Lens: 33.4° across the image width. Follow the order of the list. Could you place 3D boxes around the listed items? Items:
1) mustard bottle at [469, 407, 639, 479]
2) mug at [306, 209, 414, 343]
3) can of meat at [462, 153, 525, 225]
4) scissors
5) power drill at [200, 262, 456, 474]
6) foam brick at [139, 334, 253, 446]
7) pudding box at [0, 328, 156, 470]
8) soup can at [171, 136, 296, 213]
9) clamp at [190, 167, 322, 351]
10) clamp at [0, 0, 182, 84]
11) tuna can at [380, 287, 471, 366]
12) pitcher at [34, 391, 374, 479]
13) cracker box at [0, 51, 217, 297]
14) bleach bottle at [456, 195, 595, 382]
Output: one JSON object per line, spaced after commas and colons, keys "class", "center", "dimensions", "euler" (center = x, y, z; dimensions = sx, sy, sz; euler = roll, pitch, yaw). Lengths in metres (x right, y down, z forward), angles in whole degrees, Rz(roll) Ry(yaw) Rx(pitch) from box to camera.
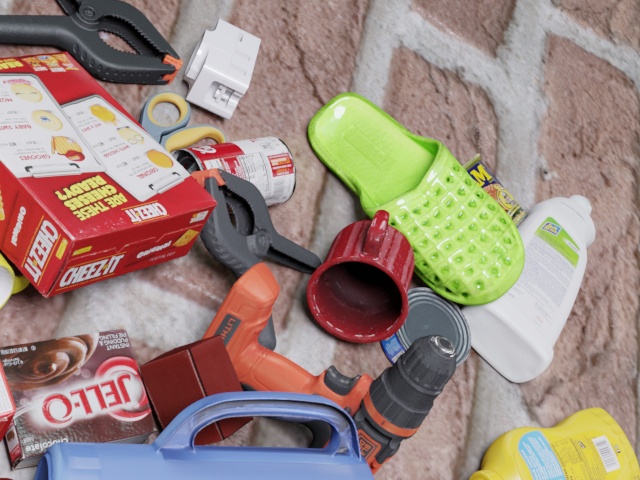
{"class": "mustard bottle", "center": [0.206, 0.218, 0.986], "dimensions": [0.191, 0.058, 0.096], "euler": [-7, 66, -33]}
{"class": "mug", "center": [0.043, 0.024, 0.976], "dimensions": [0.093, 0.117, 0.081], "euler": [14, 33, 7]}
{"class": "can of meat", "center": [0.157, -0.030, 1.119], "dimensions": [0.084, 0.058, 0.101], "euler": [50, 50, 4]}
{"class": "scissors", "center": [-0.180, -0.091, 0.993], "dimensions": [0.201, 0.016, 0.096], "euler": [-14, 67, -36]}
{"class": "power drill", "center": [-0.001, 0.104, 0.873], "dimensions": [0.188, 0.185, 0.057], "euler": [38, 29, 8]}
{"class": "foam brick", "center": [-0.099, 0.122, 0.856], "dimensions": [0.051, 0.053, 0.078], "euler": [-26, 96, -62]}
{"class": "pudding box", "center": [-0.194, 0.123, 0.833], "dimensions": [0.113, 0.039, 0.090], "euler": [-7, 65, -33]}
{"class": "soup can", "center": [-0.081, -0.058, 0.994], "dimensions": [0.102, 0.069, 0.068], "euler": [-13, 68, -35]}
{"class": "clamp", "center": [-0.056, 0.001, 0.953], "dimensions": [0.120, 0.039, 0.171], "euler": [-53, 126, -50]}
{"class": "clamp", "center": [-0.231, -0.218, 1.032], "dimensions": [0.209, 0.036, 0.164], "euler": [21, 53, -19]}
{"class": "tuna can", "center": [0.100, 0.091, 1.024], "dimensions": [0.086, 0.034, 0.086], "euler": [14, 55, -21]}
{"class": "pitcher", "center": [-0.084, 0.201, 0.784], "dimensions": [0.242, 0.145, 0.149], "euler": [9, 50, -21]}
{"class": "cracker box", "center": [-0.217, -0.061, 0.872], "dimensions": [0.214, 0.072, 0.163], "euler": [44, 33, 19]}
{"class": "bleach bottle", "center": [0.236, 0.033, 1.121], "dimensions": [0.102, 0.068, 0.250], "euler": [43, 47, 0]}
